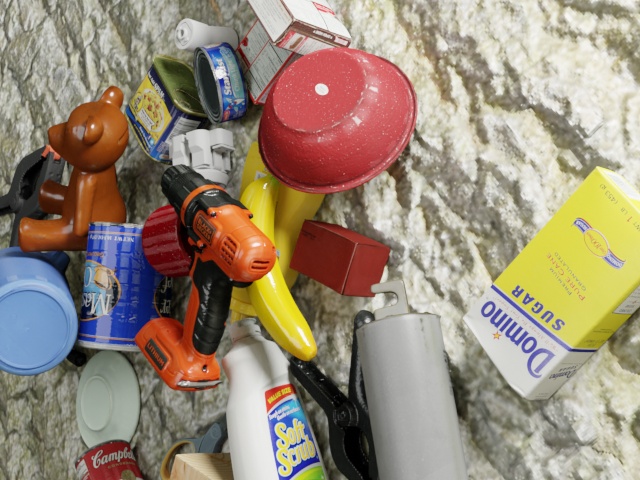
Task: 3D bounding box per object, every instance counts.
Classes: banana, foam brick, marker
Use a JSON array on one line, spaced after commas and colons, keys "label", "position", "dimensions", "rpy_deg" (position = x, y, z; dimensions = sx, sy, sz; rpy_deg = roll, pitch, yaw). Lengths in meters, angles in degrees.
[{"label": "banana", "position": [-0.048, 0.023, 1.023], "dimensions": [0.070, 0.037, 0.198], "rpy_deg": [-22, 73, 43]}, {"label": "foam brick", "position": [0.019, 0.017, 1.023], "dimensions": [0.078, 0.051, 0.053], "rpy_deg": [27, 102, 43]}, {"label": "marker", "position": [-0.339, 0.139, 1.380], "dimensions": [0.121, 0.020, 0.020], "rpy_deg": [17, 96, 44]}]

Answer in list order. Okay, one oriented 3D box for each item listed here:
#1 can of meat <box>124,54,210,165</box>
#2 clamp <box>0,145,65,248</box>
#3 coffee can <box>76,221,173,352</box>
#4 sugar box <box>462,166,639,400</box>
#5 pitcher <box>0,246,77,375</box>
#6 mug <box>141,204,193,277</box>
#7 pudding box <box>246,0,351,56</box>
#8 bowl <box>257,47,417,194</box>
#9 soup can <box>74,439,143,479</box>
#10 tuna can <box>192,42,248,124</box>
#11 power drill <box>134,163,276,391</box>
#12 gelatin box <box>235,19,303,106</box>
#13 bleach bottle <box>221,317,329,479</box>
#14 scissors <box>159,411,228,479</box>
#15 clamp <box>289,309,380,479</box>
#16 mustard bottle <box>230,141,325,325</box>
[{"label": "can of meat", "position": [-0.177, -0.150, 1.235], "dimensions": [0.084, 0.057, 0.102], "rpy_deg": [-52, 52, 29]}, {"label": "clamp", "position": [-0.402, -0.040, 1.454], "dimensions": [0.210, 0.036, 0.165], "rpy_deg": [-46, 55, 30]}, {"label": "coffee can", "position": [-0.219, 0.054, 1.215], "dimensions": [0.103, 0.102, 0.140], "rpy_deg": [1, 85, 45]}, {"label": "sugar box", "position": [0.199, 0.037, 0.848], "dimensions": [0.176, 0.048, 0.093], "rpy_deg": [-52, 53, 25]}, {"label": "pitcher", "position": [-0.359, 0.092, 1.257], "dimensions": [0.243, 0.144, 0.149], "rpy_deg": [-164, 76, -71]}, {"label": "mug", "position": [-0.135, 0.007, 1.160], "dimensions": [0.082, 0.093, 0.117], "rpy_deg": [-11, 113, 48]}, {"label": "pudding box", "position": [-0.029, -0.234, 1.078], "dimensions": [0.039, 0.089, 0.113], "rpy_deg": [-50, 54, 27]}, {"label": "bowl", "position": [0.007, -0.126, 1.002], "dimensions": [0.162, 0.055, 0.162], "rpy_deg": [-9, 60, 16]}, {"label": "soup can", "position": [-0.233, 0.289, 1.221], "dimensions": [0.069, 0.068, 0.102], "rpy_deg": [-49, 54, 28]}, {"label": "tuna can", "position": [-0.109, -0.171, 1.160], "dimensions": [0.086, 0.033, 0.086], "rpy_deg": [164, 90, -72]}, {"label": "power drill", "position": [-0.125, 0.037, 1.040], "dimensions": [0.185, 0.057, 0.188], "rpy_deg": [43, 122, 46]}, {"label": "gelatin box", "position": [-0.051, -0.198, 1.137], "dimensions": [0.089, 0.030, 0.073], "rpy_deg": [-50, 54, 31]}, {"label": "bleach bottle", "position": [-0.050, 0.194, 1.030], "dimensions": [0.068, 0.102, 0.251], "rpy_deg": [-35, 62, 34]}, {"label": "scissors", "position": [-0.107, 0.226, 1.142], "dimensions": [0.202, 0.016, 0.096], "rpy_deg": [-39, 61, 34]}, {"label": "clamp", "position": [0.025, 0.162, 1.008], "dimensions": [0.120, 0.039, 0.171], "rpy_deg": [-30, 64, 49]}, {"label": "mustard bottle", "position": [-0.057, 0.001, 1.094], "dimensions": [0.096, 0.058, 0.192], "rpy_deg": [25, 102, 38]}]
